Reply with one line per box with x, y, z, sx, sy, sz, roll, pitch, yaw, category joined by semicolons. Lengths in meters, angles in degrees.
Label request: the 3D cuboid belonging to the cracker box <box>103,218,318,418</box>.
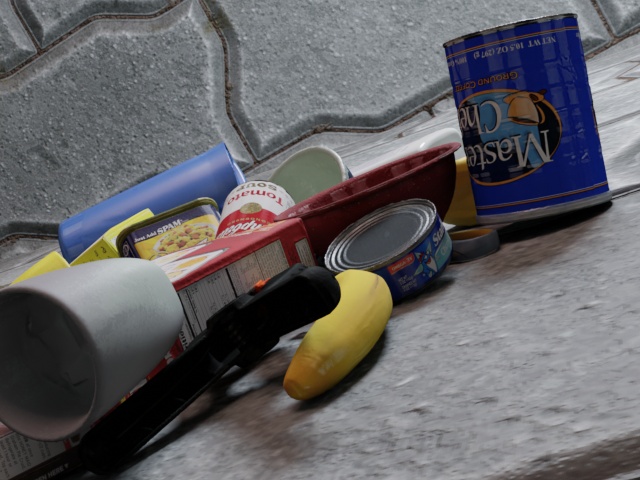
-0.123;0.061;0.756;0.164;0.072;0.213;-14;10;41;cracker box

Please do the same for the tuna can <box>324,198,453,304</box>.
0.048;0.009;0.741;0.086;0.033;0.086;-25;23;11;tuna can

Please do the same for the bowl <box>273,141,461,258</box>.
0.046;-0.024;0.853;0.162;0.055;0.162;-22;7;3;bowl

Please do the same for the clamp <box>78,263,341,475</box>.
-0.054;0.060;0.622;0.164;0.036;0.210;-36;3;5;clamp

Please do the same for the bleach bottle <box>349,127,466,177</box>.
0.044;-0.057;1.226;0.251;0.068;0.102;-17;7;39;bleach bottle

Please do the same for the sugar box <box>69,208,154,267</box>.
-0.246;0.042;1.122;0.176;0.048;0.093;-39;1;29;sugar box

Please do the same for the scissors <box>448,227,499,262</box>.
0.051;0.017;0.835;0.096;0.016;0.202;-26;9;-39;scissors

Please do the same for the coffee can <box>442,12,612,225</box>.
0.156;-0.090;0.806;0.103;0.140;0.103;-12;4;1;coffee can

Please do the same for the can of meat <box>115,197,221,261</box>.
-0.123;0.019;0.970;0.102;0.057;0.084;-22;51;-16;can of meat

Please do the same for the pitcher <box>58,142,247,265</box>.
-0.202;-0.021;1.357;0.243;0.145;0.149;-23;-24;0;pitcher

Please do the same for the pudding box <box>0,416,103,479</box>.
-0.184;0.120;0.602;0.089;0.039;0.114;-25;9;-42;pudding box

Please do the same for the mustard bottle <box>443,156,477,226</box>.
0.186;-0.070;0.955;0.191;0.058;0.096;-26;4;-41;mustard bottle

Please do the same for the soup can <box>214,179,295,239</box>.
-0.056;0.001;0.904;0.068;0.068;0.102;-18;29;15;soup can

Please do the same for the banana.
0.013;0.050;0.636;0.069;0.037;0.198;-45;3;5;banana
